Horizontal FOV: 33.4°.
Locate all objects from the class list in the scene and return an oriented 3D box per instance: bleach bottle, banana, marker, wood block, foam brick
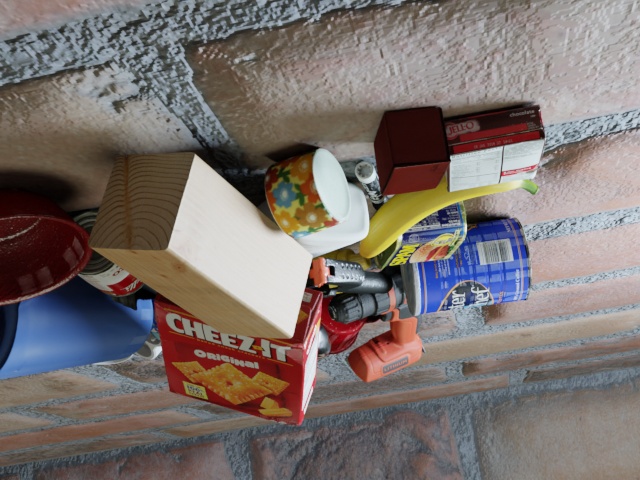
[{"bbox_3d":[-0.057,0.001,1.142,0.102,0.068,0.251,3,164,-34],"label":"bleach bottle"},{"bbox_3d":[0.118,-0.037,1.085,0.198,0.037,0.069,-20,118,18],"label":"banana"},{"bbox_3d":[0.053,-0.053,1.079,0.020,0.020,0.121,-11,165,9],"label":"marker"},{"bbox_3d":[-0.102,0.010,0.967,0.090,0.091,0.205,1,156,32],"label":"wood block"},{"bbox_3d":[0.080,-0.078,0.944,0.053,0.051,0.078,-7,165,-7],"label":"foam brick"}]

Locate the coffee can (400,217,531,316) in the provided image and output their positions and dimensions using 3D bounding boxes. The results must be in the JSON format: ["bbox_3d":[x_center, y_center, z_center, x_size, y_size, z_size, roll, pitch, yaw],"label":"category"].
[{"bbox_3d":[0.172,0.031,1.287,0.140,0.103,0.103,-8,165,-3],"label":"coffee can"}]

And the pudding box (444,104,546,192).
[{"bbox_3d":[0.158,-0.084,0.989,0.090,0.039,0.113,-9,163,4],"label":"pudding box"}]

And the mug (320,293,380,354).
[{"bbox_3d":[0.031,0.106,1.508,0.117,0.093,0.082,1,158,-12],"label":"mug"}]

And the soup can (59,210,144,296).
[{"bbox_3d":[-0.219,0.014,1.090,0.068,0.068,0.102,-9,164,4],"label":"soup can"}]

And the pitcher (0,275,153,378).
[{"bbox_3d":[-0.306,0.088,1.177,0.149,0.145,0.242,15,-175,29],"label":"pitcher"}]

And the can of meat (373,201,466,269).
[{"bbox_3d":[0.108,-0.010,1.189,0.083,0.057,0.102,-7,162,-13],"label":"can of meat"}]

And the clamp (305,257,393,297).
[{"bbox_3d":[0.011,0.045,1.183,0.164,0.036,0.210,-6,172,-6],"label":"clamp"}]

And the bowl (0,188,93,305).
[{"bbox_3d":[-0.294,0.000,0.983,0.162,0.055,0.162,-16,154,-8],"label":"bowl"}]

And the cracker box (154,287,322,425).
[{"bbox_3d":[-0.088,0.115,1.163,0.164,0.072,0.214,14,148,7],"label":"cracker box"}]

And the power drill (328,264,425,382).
[{"bbox_3d":[0.085,0.109,1.427,0.184,0.057,0.188,-19,144,-23],"label":"power drill"}]
